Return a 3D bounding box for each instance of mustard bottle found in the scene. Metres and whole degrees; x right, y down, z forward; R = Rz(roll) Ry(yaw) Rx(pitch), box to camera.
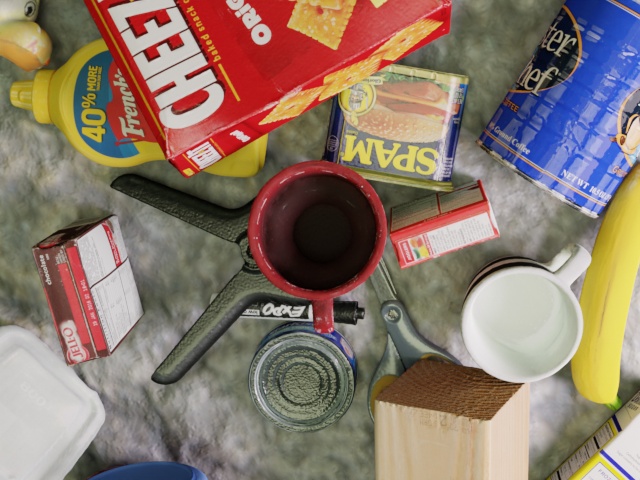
[{"bbox_3d":[-0.135,-0.102,0.793,0.191,0.058,0.096,5,101,4],"label":"mustard bottle"}]

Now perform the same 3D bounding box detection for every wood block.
[{"bbox_3d":[0.098,0.204,0.790,0.090,0.090,0.206,6,107,27],"label":"wood block"}]

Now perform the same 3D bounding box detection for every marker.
[{"bbox_3d":[-0.026,0.053,0.831,0.121,0.020,0.020,3,102,10],"label":"marker"}]

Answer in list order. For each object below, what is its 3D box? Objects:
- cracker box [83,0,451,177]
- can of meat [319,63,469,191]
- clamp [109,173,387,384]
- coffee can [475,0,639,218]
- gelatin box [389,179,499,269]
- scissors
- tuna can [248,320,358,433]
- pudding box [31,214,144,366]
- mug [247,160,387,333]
[{"bbox_3d":[-0.042,-0.167,0.727,0.213,0.072,0.164,-29,80,1],"label":"cracker box"},{"bbox_3d":[0.054,-0.086,0.781,0.102,0.057,0.084,10,100,3],"label":"can of meat"},{"bbox_3d":[-0.055,0.001,0.812,0.210,0.036,0.164,-20,86,5],"label":"clamp"},{"bbox_3d":[0.188,-0.101,0.741,0.103,0.102,0.140,31,103,-2],"label":"coffee can"},{"bbox_3d":[0.089,-0.013,0.776,0.073,0.089,0.030,-19,101,9],"label":"gelatin box"},{"bbox_3d":[0.046,0.073,0.837,0.096,0.016,0.202,-37,91,16],"label":"scissors"},{"bbox_3d":[-0.014,0.107,0.840,0.086,0.033,0.086,1,102,5],"label":"tuna can"},{"bbox_3d":[-0.171,0.033,0.797,0.039,0.113,0.090,-12,100,8],"label":"pudding box"},{"bbox_3d":[0.001,0.006,0.747,0.093,0.081,0.117,-6,88,3],"label":"mug"}]
